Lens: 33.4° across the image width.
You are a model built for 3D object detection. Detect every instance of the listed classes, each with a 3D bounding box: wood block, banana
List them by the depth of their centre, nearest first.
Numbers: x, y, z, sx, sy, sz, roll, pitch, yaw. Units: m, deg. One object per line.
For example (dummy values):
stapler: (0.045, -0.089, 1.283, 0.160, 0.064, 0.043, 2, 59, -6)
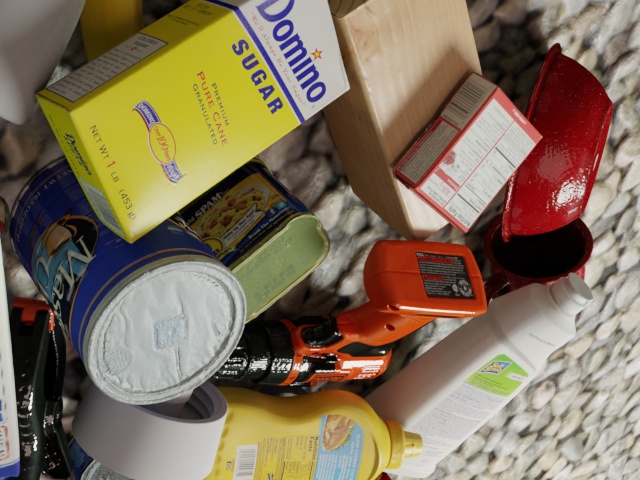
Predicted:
banana: (-0.109, -0.147, 0.617, 0.037, 0.070, 0.198, -52, 162, -57)
wood block: (0.053, -0.109, 0.743, 0.090, 0.090, 0.206, -34, 135, -12)

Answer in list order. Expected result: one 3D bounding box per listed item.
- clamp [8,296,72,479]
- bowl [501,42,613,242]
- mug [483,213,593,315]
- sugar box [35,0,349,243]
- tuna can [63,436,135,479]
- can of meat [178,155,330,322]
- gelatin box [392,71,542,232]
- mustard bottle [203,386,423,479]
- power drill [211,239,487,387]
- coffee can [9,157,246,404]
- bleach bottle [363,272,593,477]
clamp: (-0.197, 0.126, 0.722, 0.039, 0.120, 0.171, 1, 116, -1)
bowl: (0.191, -0.070, 0.838, 0.162, 0.055, 0.162, 17, 90, -74)
mug: (0.184, 0.035, 0.945, 0.117, 0.093, 0.081, -35, 141, -21)
sugar box: (-0.066, -0.086, 0.617, 0.176, 0.048, 0.093, -37, 131, -22)
tuna can: (-0.157, 0.175, 0.836, 0.086, 0.034, 0.086, -19, 131, -25)
can of meat: (-0.055, 0.001, 0.748, 0.102, 0.084, 0.057, -40, 136, -6)
gelatin box: (0.100, -0.059, 0.728, 0.089, 0.030, 0.073, -51, 137, 5)
mustard bottle: (-0.007, 0.169, 0.882, 0.191, 0.058, 0.096, 3, 111, -15)
power drill: (0.017, 0.060, 0.806, 0.184, 0.057, 0.188, 2, 156, -38)
coffee can: (-0.123, 0.020, 0.670, 0.102, 0.140, 0.103, -19, 130, -25)
bleach bottle: (0.137, 0.114, 0.924, 0.102, 0.068, 0.251, 19, 130, -38)
